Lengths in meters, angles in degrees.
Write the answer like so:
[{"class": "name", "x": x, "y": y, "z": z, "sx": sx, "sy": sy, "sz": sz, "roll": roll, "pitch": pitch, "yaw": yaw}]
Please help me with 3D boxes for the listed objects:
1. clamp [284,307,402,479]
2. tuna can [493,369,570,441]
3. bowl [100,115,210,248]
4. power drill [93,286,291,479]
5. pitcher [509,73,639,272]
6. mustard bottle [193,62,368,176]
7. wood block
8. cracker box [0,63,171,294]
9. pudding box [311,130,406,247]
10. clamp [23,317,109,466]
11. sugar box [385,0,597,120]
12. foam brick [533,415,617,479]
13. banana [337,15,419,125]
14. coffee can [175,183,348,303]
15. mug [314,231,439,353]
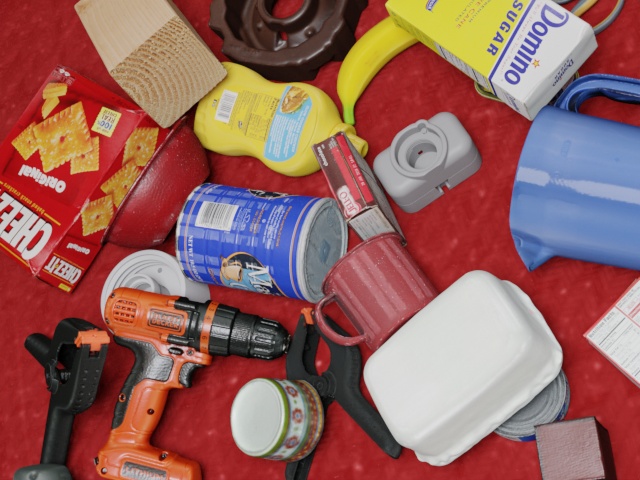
[{"class": "clamp", "x": 0.017, "y": 0.143, "z": 1.007, "sx": 0.120, "sy": 0.039, "sz": 0.171, "roll": -12, "pitch": 70, "yaw": 21}, {"class": "tuna can", "x": 0.177, "y": 0.135, "z": 0.948, "sx": 0.086, "sy": 0.033, "sz": 0.086, "roll": -8, "pitch": 69, "yaw": 20}, {"class": "bowl", "x": -0.162, "y": -0.048, "z": 1.108, "sx": 0.055, "sy": 0.162, "sz": 0.162, "roll": 34, "pitch": 86, "yaw": -5}, {"class": "power drill", "x": -0.133, "y": 0.148, "z": 1.033, "sx": 0.184, "sy": 0.057, "sz": 0.187, "roll": 11, "pitch": 86, "yaw": 8}, {"class": "pitcher", "x": 0.295, "y": -0.041, "z": 0.913, "sx": 0.243, "sy": 0.149, "sz": 0.144, "roll": 13, "pitch": 34, "yaw": 22}, {"class": "mustard bottle", "x": -0.037, "y": -0.119, "z": 1.113, "sx": 0.192, "sy": 0.058, "sz": 0.096, "roll": 19, "pitch": 90, "yaw": 27}, {"class": "wood block", "x": -0.186, "y": -0.217, "z": 1.149, "sx": 0.091, "sy": 0.090, "sz": 0.206, "roll": -41, "pitch": 37, "yaw": 4}, {"class": "cracker box", "x": -0.287, "y": -0.074, "z": 1.187, "sx": 0.164, "sy": 0.072, "sz": 0.213, "roll": 31, "pitch": 85, "yaw": 33}, {"class": "pudding box", "x": 0.038, "y": -0.042, "z": 1.024, "sx": 0.039, "sy": 0.113, "sz": 0.090, "roll": -28, "pitch": 63, "yaw": 10}, {"class": "clamp", "x": -0.258, "y": 0.129, "z": 1.070, "sx": 0.210, "sy": 0.036, "sz": 0.164, "roll": -53, "pitch": 46, "yaw": 45}, {"class": "sugar box", "x": 0.154, "y": -0.196, "z": 0.974, "sx": 0.176, "sy": 0.048, "sz": 0.093, "roll": 41, "pitch": 90, "yaw": 30}, {"class": "foam brick", "x": 0.214, "y": 0.181, "z": 0.892, "sx": 0.053, "sy": 0.078, "sz": 0.051, "roll": -14, "pitch": 67, "yaw": 19}, {"class": "banana", "x": 0.087, "y": -0.203, "z": 1.109, "sx": 0.198, "sy": 0.037, "sz": 0.069, "roll": -38, "pitch": 88, "yaw": 8}, {"class": "coffee can", "x": -0.057, "y": 0.001, "z": 1.053, "sx": 0.140, "sy": 0.102, "sz": 0.103, "roll": 8, "pitch": 75, "yaw": 25}, {"class": "mug", "x": 0.051, "y": 0.057, "z": 0.991, "sx": 0.117, "sy": 0.093, "sz": 0.081, "roll": -26, "pitch": 65, "yaw": -22}]
